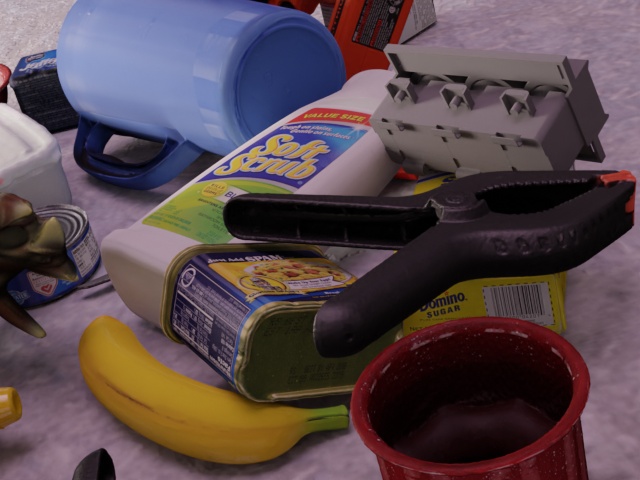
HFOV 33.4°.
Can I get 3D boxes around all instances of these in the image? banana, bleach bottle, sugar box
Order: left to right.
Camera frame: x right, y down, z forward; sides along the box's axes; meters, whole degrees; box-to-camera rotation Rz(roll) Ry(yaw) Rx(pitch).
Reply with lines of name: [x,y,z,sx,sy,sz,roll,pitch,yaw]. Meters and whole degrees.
banana: [-0.080,0.080,0.569,0.198,0.037,0.069,17,14,39]
bleach bottle: [-0.015,-0.040,0.679,0.103,0.068,0.250,20,51,36]
sugar box: [0.099,-0.010,0.624,0.093,0.048,0.176,-4,33,17]

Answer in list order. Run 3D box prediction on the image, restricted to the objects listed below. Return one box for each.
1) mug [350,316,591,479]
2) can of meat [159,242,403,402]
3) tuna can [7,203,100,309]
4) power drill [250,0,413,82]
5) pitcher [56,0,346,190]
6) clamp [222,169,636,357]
mug: [0.067,0.084,0.443,0.093,0.081,0.117,-7,31,13]
can of meat: [-0.019,0.041,0.554,0.101,0.057,0.084,-2,19,-34]
tuna can: [-0.197,0.011,0.738,0.086,0.034,0.086,-11,30,6]
power drill: [-0.012,-0.181,0.861,0.057,0.184,0.188,7,19,-37]
pitcher: [-0.097,-0.119,0.814,0.144,0.149,0.243,-20,25,-32]
clamp: [0.066,0.000,0.520,0.210,0.036,0.164,-8,24,-10]
